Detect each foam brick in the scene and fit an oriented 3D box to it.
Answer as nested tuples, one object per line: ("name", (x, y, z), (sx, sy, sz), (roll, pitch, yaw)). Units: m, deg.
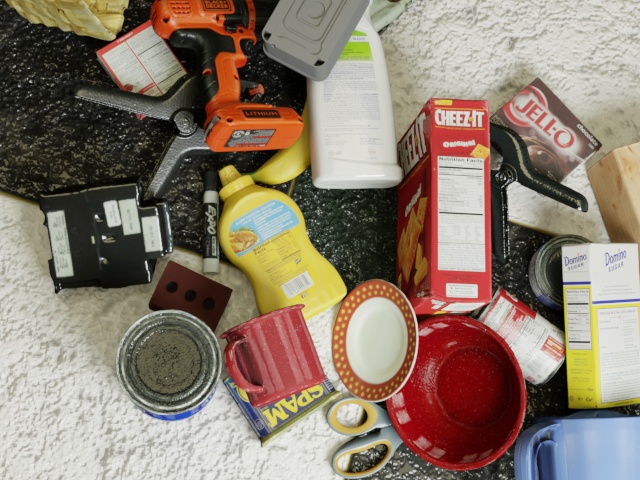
("foam brick", (-0.141, 0.063, 1.156), (0.078, 0.051, 0.053), (24, 76, -1))

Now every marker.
("marker", (-0.123, -0.023, 1.193), (0.020, 0.020, 0.121), (0, 78, -6))

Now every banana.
("banana", (-0.019, -0.138, 1.219), (0.069, 0.037, 0.197), (30, 77, -2))

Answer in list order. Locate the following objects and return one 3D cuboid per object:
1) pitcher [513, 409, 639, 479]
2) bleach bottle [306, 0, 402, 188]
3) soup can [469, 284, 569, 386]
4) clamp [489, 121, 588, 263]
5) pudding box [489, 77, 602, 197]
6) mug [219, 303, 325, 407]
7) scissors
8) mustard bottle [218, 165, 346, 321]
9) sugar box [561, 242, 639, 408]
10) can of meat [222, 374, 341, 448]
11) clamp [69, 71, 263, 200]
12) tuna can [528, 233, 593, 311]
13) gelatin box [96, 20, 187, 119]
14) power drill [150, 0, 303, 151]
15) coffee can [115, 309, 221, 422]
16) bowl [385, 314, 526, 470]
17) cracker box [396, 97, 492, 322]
("pitcher", (0.286, 0.299, 1.113), (0.149, 0.145, 0.243), (-4, 81, 15))
("bleach bottle", (0.036, -0.186, 1.183), (0.102, 0.068, 0.251), (-1, 83, -7))
("soup can", (0.217, 0.105, 1.178), (0.102, 0.068, 0.068), (36, 77, 1))
("clamp", (0.220, -0.072, 1.205), (0.120, 0.039, 0.171), (-26, 89, 16))
("pudding box", (0.256, -0.120, 1.245), (0.090, 0.039, 0.113), (-40, 84, -12))
("mug", (-0.052, 0.119, 1.071), (0.093, 0.117, 0.081), (-27, 79, 32))
("scissors", (0.094, 0.189, 1.173), (0.201, 0.016, 0.096), (-28, 82, -11))
("mustard bottle", (-0.058, 0.002, 1.175), (0.096, 0.058, 0.191), (-29, 83, -10))
("sugar box", (0.307, 0.091, 1.157), (0.093, 0.048, 0.176), (1, 83, -41))
("can of meat", (-0.043, 0.158, 1.145), (0.102, 0.057, 0.084), (-32, 80, -12))
("clamp", (-0.157, -0.120, 1.192), (0.209, 0.036, 0.164), (-20, 103, -18))
("tuna can", (0.281, 0.038, 1.217), (0.086, 0.034, 0.086), (1, 78, -6))
("gelatin box", (-0.200, -0.194, 1.215), (0.073, 0.030, 0.089), (-35, 86, -12))
("power drill", (-0.081, -0.190, 1.172), (0.184, 0.057, 0.188), (-7, 64, -27))
("coffee can", (-0.154, 0.131, 1.094), (0.102, 0.140, 0.103), (1, 78, -6))
("bowl", (0.150, 0.158, 1.129), (0.162, 0.055, 0.162), (-1, 89, 32))
("cracker box", (0.127, -0.027, 1.147), (0.072, 0.164, 0.213), (2, 78, -8))
